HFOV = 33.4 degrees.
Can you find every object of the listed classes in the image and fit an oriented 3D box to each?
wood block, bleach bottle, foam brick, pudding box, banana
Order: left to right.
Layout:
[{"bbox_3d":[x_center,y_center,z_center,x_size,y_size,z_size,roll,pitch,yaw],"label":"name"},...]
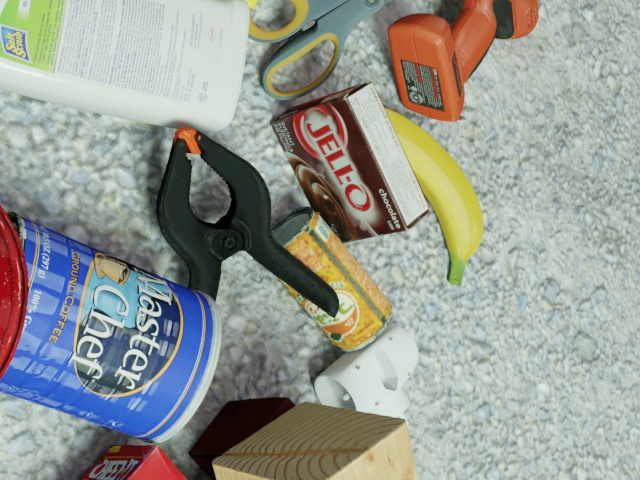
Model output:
[{"bbox_3d":[-0.170,-0.141,0.694,0.250,0.068,0.102,11,84,-34],"label":"bleach bottle"},{"bbox_3d":[-0.042,0.145,0.739,0.051,0.078,0.053,50,57,-19],"label":"foam brick"},{"bbox_3d":[0.014,0.219,0.672,0.090,0.091,0.206,-27,110,-42],"label":"wood block"},{"bbox_3d":[0.023,-0.057,0.813,0.039,0.090,0.113,-38,106,-36],"label":"pudding box"},{"bbox_3d":[0.083,-0.054,0.893,0.197,0.037,0.069,50,56,-20],"label":"banana"}]

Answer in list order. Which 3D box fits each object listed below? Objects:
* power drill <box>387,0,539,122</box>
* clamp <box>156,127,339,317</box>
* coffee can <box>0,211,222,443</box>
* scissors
[{"bbox_3d":[0.128,-0.207,0.898,0.187,0.057,0.184,-52,145,-26],"label":"power drill"},{"bbox_3d":[-0.055,0.001,0.742,0.120,0.039,0.171,-15,106,-18],"label":"clamp"},{"bbox_3d":[-0.146,0.056,0.656,0.140,0.103,0.103,26,68,-32],"label":"coffee can"},{"bbox_3d":[0.020,-0.194,0.824,0.096,0.016,0.201,45,87,-7],"label":"scissors"}]
